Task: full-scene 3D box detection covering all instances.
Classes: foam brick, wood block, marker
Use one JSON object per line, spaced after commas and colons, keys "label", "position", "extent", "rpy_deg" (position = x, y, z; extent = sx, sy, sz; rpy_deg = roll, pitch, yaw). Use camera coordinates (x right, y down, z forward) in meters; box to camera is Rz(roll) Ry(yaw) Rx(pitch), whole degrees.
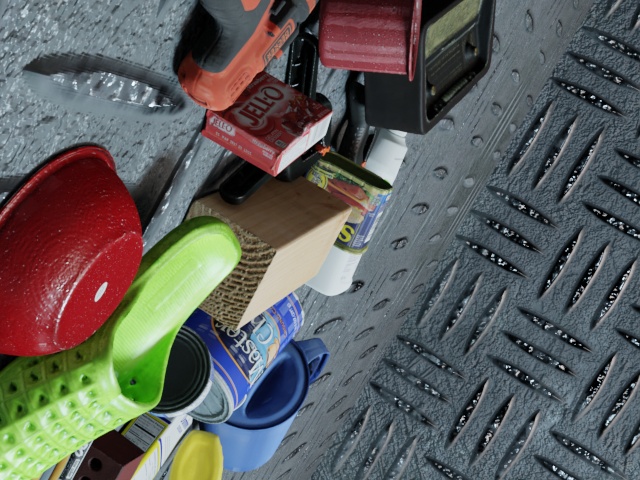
{"label": "foam brick", "position": [-0.217, 0.229, 1.039], "extent": [0.078, 0.053, 0.051], "rpy_deg": [-61, 168, 12]}
{"label": "wood block", "position": [-0.057, 0.001, 1.029], "extent": [0.091, 0.090, 0.205], "rpy_deg": [-63, 168, 21]}
{"label": "marker", "position": [-0.219, 0.182, 0.994], "extent": [0.121, 0.020, 0.020], "rpy_deg": [-60, 168, 8]}

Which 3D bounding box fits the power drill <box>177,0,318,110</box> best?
{"label": "power drill", "position": [-0.036, -0.191, 0.707], "extent": [0.184, 0.057, 0.187], "rpy_deg": [-55, 168, -13]}

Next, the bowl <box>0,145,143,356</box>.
{"label": "bowl", "position": [-0.167, 0.020, 0.709], "extent": [0.162, 0.055, 0.162], "rpy_deg": [-54, 168, -17]}

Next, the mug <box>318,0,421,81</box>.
{"label": "mug", "position": [0.045, -0.193, 0.936], "extent": [0.117, 0.081, 0.093], "rpy_deg": [-69, 163, -63]}

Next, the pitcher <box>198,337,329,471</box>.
{"label": "pitcher", "position": [-0.083, 0.202, 1.329], "extent": [0.243, 0.149, 0.145], "rpy_deg": [106, -1, -62]}

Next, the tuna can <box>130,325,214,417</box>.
{"label": "tuna can", "position": [-0.142, 0.121, 0.993], "extent": [0.086, 0.086, 0.034], "rpy_deg": [-56, 170, -13]}

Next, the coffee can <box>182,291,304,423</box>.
{"label": "coffee can", "position": [-0.096, 0.103, 1.097], "extent": [0.140, 0.103, 0.103], "rpy_deg": [-49, 165, -38]}

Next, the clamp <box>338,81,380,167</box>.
{"label": "clamp", "position": [0.059, -0.153, 1.247], "extent": [0.120, 0.039, 0.172], "rpy_deg": [-47, 164, -32]}

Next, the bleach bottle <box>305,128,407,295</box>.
{"label": "bleach bottle", "position": [0.054, -0.051, 1.429], "extent": [0.251, 0.068, 0.102], "rpy_deg": [-64, 167, 15]}

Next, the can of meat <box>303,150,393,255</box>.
{"label": "can of meat", "position": [0.023, -0.045, 1.216], "extent": [0.084, 0.102, 0.057], "rpy_deg": [-65, 167, 20]}

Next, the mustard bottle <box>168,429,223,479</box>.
{"label": "mustard bottle", "position": [-0.148, 0.291, 1.276], "extent": [0.192, 0.058, 0.096], "rpy_deg": [105, -5, -68]}

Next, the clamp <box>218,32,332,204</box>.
{"label": "clamp", "position": [-0.023, -0.112, 1.017], "extent": [0.165, 0.036, 0.209], "rpy_deg": [-64, 168, 10]}

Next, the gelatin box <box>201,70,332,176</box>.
{"label": "gelatin box", "position": [-0.043, -0.098, 0.877], "extent": [0.089, 0.073, 0.030], "rpy_deg": [-44, 160, -48]}

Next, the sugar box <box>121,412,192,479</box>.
{"label": "sugar box", "position": [-0.203, 0.240, 1.149], "extent": [0.176, 0.048, 0.093], "rpy_deg": [-55, 169, -33]}
